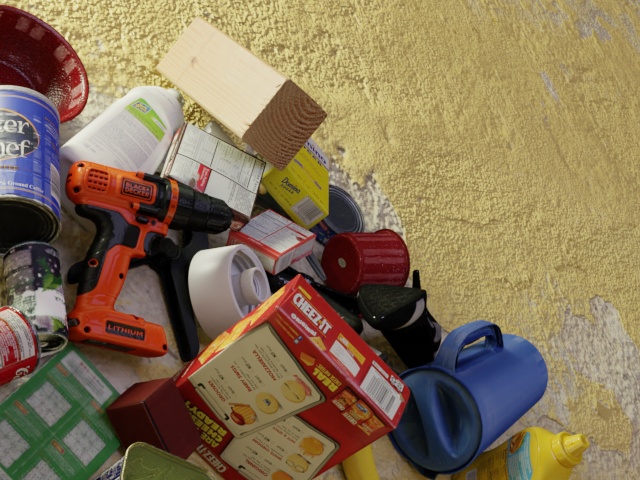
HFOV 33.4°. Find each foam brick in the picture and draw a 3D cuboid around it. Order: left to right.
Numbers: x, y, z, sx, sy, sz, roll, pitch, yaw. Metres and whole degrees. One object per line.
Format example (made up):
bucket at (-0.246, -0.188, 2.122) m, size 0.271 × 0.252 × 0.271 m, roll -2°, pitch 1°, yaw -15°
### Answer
foam brick at (-0.162, 0.180, 1.037) m, size 0.051 × 0.053 × 0.078 m, roll -44°, pitch 116°, yaw -54°

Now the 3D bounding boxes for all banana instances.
banana at (0.048, 0.223, 1.255) m, size 0.069 × 0.037 × 0.198 m, roll 42°, pitch 35°, yaw -43°

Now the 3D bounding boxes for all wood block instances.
wood block at (-0.099, -0.182, 1.303) m, size 0.206 × 0.091 × 0.090 m, roll 41°, pitch 3°, yaw 41°

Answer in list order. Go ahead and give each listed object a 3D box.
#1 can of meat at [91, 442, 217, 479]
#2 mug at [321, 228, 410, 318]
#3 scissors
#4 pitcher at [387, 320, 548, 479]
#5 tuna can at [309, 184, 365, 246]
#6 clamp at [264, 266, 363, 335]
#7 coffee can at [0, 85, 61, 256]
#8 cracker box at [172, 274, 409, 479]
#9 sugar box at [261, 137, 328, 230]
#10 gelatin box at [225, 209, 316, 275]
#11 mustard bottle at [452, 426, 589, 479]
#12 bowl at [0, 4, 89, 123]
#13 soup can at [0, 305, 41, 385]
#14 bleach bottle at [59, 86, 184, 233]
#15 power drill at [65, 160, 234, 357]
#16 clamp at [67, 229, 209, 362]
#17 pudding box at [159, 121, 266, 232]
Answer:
can of meat at (-0.158, 0.240, 0.983) m, size 0.102 × 0.084 × 0.057 m, roll 29°, pitch 42°, yaw -26°
mug at (0.054, 0.042, 1.379) m, size 0.081 × 0.093 × 0.117 m, roll 0°, pitch 96°, yaw -40°
scissors at (-0.056, -0.030, 1.342) m, size 0.096 × 0.016 × 0.202 m, roll 14°, pitch 37°, yaw -29°
pitcher at (0.197, 0.186, 1.351) m, size 0.242 × 0.149 × 0.145 m, roll -17°, pitch 72°, yaw -54°
tuna can at (0.017, -0.031, 1.435) m, size 0.086 × 0.034 × 0.086 m, roll 27°, pitch 43°, yaw -28°
clamp at (-0.017, 0.060, 1.292) m, size 0.171 × 0.039 × 0.120 m, roll 31°, pitch 4°, yaw 6°
coffee can at (-0.312, -0.069, 1.069) m, size 0.102 × 0.103 × 0.140 m, roll 18°, pitch 48°, yaw -36°
cracker box at (-0.041, 0.156, 1.066) m, size 0.164 × 0.214 × 0.072 m, roll 46°, pitch 36°, yaw -7°
sugar box at (-0.031, -0.093, 1.379) m, size 0.093 × 0.048 × 0.176 m, roll 48°, pitch 21°, yaw -21°
gelatin box at (-0.058, 0.002, 1.273) m, size 0.073 × 0.030 × 0.089 m, roll 28°, pitch 30°, yaw 21°
mustard bottle at (0.242, 0.276, 1.275) m, size 0.058 × 0.192 × 0.096 m, roll 33°, pitch 41°, yaw -23°
bowl at (-0.339, -0.180, 1.174) m, size 0.162 × 0.055 × 0.162 m, roll 27°, pitch 43°, yaw -28°
soup can at (-0.311, 0.104, 0.952) m, size 0.102 × 0.069 × 0.068 m, roll -22°, pitch 76°, yaw -51°
bleach bottle at (-0.217, -0.111, 1.238) m, size 0.102 × 0.068 × 0.250 m, roll 47°, pitch 34°, yaw -10°
power drill at (-0.183, 0.023, 1.100) m, size 0.184 × 0.057 × 0.187 m, roll 14°, pitch 71°, yaw -26°
clamp at (-0.170, 0.027, 1.190) m, size 0.164 × 0.036 × 0.209 m, roll 43°, pitch 41°, yaw -13°
pudding box at (-0.126, -0.074, 1.239) m, size 0.113 × 0.039 × 0.090 m, roll 28°, pitch 50°, yaw -18°
